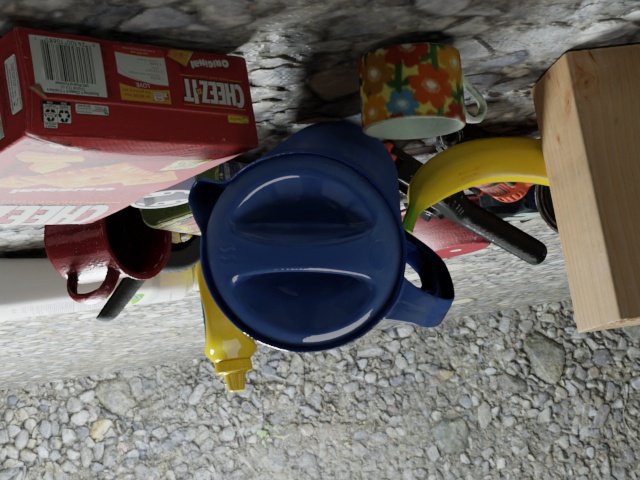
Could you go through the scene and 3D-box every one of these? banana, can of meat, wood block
[{"bbox_3d":[0.156,-0.054,0.895,0.197,0.069,0.037,-10,180,-5],"label":"banana"},{"bbox_3d":[-0.100,-0.040,0.957,0.102,0.057,0.083,-17,165,33],"label":"can of meat"},{"bbox_3d":[0.237,-0.039,0.833,0.090,0.206,0.090,-8,170,-9],"label":"wood block"}]

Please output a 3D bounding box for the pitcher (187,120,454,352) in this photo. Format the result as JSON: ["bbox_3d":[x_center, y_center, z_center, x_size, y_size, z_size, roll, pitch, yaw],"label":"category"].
[{"bbox_3d":[0.009,-0.014,0.784,0.145,0.149,0.242,-18,-168,11],"label":"pitcher"}]

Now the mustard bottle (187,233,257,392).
[{"bbox_3d":[-0.105,0.071,1.180,0.058,0.191,0.096,-9,170,1],"label":"mustard bottle"}]

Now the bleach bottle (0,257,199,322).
[{"bbox_3d":[-0.256,0.051,1.240,0.250,0.068,0.103,-3,168,-13],"label":"bleach bottle"}]

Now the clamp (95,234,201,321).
[{"bbox_3d":[-0.171,0.013,1.051,0.171,0.120,0.039,-12,-154,6],"label":"clamp"}]

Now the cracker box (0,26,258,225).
[{"bbox_3d":[-0.171,-0.064,0.707,0.163,0.072,0.214,-1,167,-42],"label":"cracker box"}]

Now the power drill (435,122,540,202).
[{"bbox_3d":[0.213,-0.089,0.972,0.188,0.057,0.184,-12,167,25],"label":"power drill"}]

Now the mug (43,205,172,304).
[{"bbox_3d":[-0.198,0.005,0.967,0.082,0.117,0.093,-10,147,31],"label":"mug"}]

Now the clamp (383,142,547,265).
[{"bbox_3d":[0.110,-0.043,1.055,0.209,0.036,0.165,30,175,-39],"label":"clamp"}]

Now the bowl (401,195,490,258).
[{"bbox_3d":[0.165,-0.012,1.359,0.162,0.055,0.162,-10,170,-2],"label":"bowl"}]
